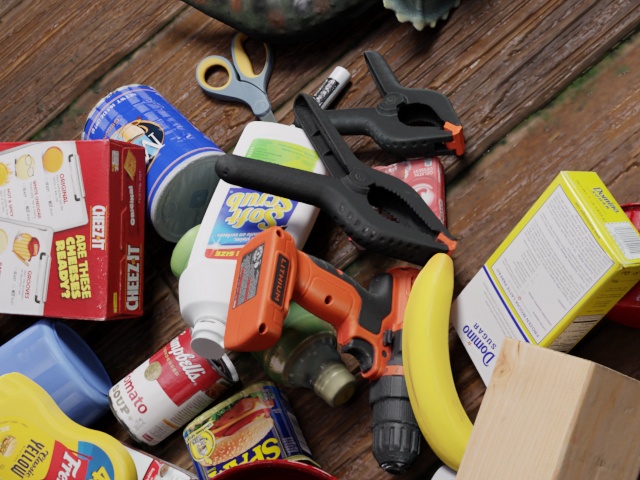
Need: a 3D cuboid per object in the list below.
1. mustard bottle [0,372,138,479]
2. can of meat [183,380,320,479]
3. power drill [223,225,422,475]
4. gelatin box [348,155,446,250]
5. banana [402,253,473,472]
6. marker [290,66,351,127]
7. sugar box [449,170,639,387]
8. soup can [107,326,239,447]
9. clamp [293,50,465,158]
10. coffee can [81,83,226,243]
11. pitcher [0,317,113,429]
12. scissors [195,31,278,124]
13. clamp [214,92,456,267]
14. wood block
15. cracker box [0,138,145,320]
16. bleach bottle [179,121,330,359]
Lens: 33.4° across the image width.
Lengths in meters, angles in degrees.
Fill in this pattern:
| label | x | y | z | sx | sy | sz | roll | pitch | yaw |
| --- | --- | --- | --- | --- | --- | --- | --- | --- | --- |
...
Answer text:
| label | x | y | z | sx | sy | sz | roll | pitch | yaw |
| --- | --- | --- | --- | --- | --- | --- | --- | --- | --- |
| mustard bottle | -0.215 | 0.202 | 0.912 | 0.191 | 0.058 | 0.096 | 34 | 87 | 3 |
| can of meat | -0.062 | 0.183 | 0.930 | 0.102 | 0.057 | 0.084 | -31 | 56 | 8 |
| power drill | 0.014 | 0.083 | 0.871 | 0.057 | 0.187 | 0.184 | -32 | 42 | 44 |
| gelatin box | 0.071 | -0.034 | 0.987 | 0.089 | 0.030 | 0.073 | -9 | 64 | 21 |
| banana | 0.100 | 0.106 | 0.858 | 0.069 | 0.037 | 0.198 | -7 | 70 | -25 |
| marker | -0.012 | -0.123 | 1.064 | 0.020 | 0.020 | 0.121 | 29 | 73 | 32 |
| sugar box | 0.176 | 0.038 | 0.842 | 0.176 | 0.048 | 0.093 | -58 | 46 | 41 |
| soup can | -0.135 | 0.133 | 0.979 | 0.102 | 0.068 | 0.068 | -38 | 57 | 5 |
| clamp | 0.071 | -0.128 | 1.014 | 0.172 | 0.039 | 0.120 | 20 | 64 | 30 |
| coffee can | -0.160 | -0.078 | 1.069 | 0.103 | 0.102 | 0.140 | -46 | 57 | -2 |
| pitcher | -0.313 | 0.191 | 1.000 | 0.243 | 0.145 | 0.149 | -37 | 97 | 1 |
| scissors | -0.079 | -0.136 | 1.109 | 0.096 | 0.016 | 0.202 | -16 | 60 | 13 |
| clamp | 0.019 | -0.041 | 0.921 | 0.210 | 0.164 | 0.036 | 39 | 129 | 12 |
| wood block | 0.158 | 0.187 | 0.772 | 0.091 | 0.090 | 0.206 | 13 | 82 | 57 |
| cracker box | -0.271 | -0.010 | 1.017 | 0.214 | 0.072 | 0.164 | 1 | 90 | 25 |
| bleach bottle | -0.056 | 0.001 | 0.942 | 0.102 | 0.068 | 0.250 | 14 | 47 | 3 |
